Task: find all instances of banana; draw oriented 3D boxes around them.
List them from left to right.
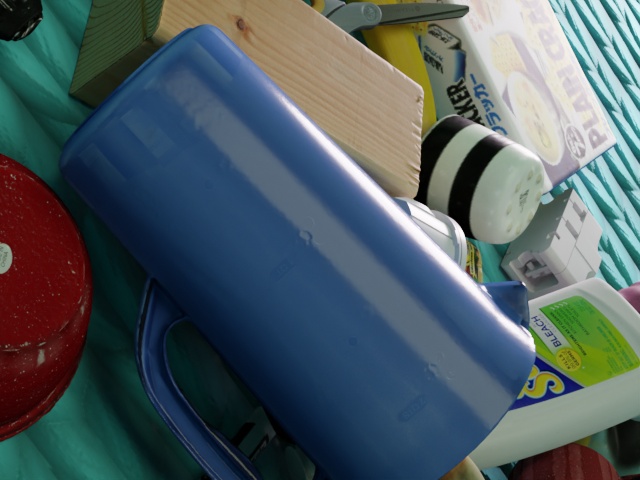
[{"bbox_3d":[0.054,-0.127,0.819,0.069,0.037,0.198,11,64,-45],"label":"banana"}]

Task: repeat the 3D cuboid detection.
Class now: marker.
[{"bbox_3d":[-0.059,0.135,0.587,0.020,0.020,0.121,55,42,-11],"label":"marker"}]

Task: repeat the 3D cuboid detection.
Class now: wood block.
[{"bbox_3d":[-0.037,-0.094,0.667,0.205,0.090,0.091,29,53,-35],"label":"wood block"}]

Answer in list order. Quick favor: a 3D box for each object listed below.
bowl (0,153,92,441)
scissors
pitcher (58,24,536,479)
[{"bbox_3d":[-0.166,0.014,0.506,0.161,0.055,0.162,22,57,-39],"label":"bowl"},{"bbox_3d":[0.027,-0.146,0.777,0.201,0.016,0.096,7,76,-26],"label":"scissors"},{"bbox_3d":[-0.022,0.019,0.547,0.243,0.145,0.149,47,37,-8],"label":"pitcher"}]
